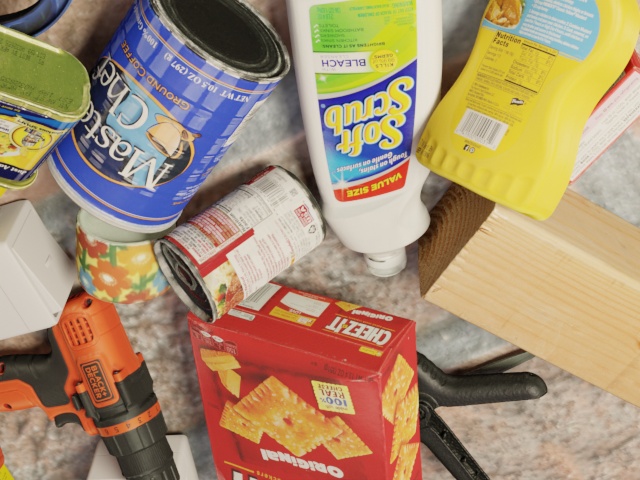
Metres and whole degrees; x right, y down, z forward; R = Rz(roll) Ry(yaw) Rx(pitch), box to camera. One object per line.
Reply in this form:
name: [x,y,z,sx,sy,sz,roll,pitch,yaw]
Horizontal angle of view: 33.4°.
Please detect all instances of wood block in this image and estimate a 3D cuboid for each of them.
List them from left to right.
wood block: [0.180,0.030,0.758,0.206,0.090,0.091,27,122,-14]

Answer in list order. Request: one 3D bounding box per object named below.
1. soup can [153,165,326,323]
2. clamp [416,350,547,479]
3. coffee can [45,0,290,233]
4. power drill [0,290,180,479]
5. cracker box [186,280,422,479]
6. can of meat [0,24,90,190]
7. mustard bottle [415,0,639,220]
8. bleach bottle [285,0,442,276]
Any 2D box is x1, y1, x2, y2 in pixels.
soup can: [-0.055,0.001,0.739,0.102,0.069,0.068,-36,126,-22]
clamp: [0.090,0.123,0.845,0.171,0.039,0.120,29,109,0]
coffee can: [-0.100,-0.088,0.686,0.102,0.102,0.140,31,122,-17]
power drill: [-0.218,0.145,0.863,0.188,0.057,0.184,-18,98,15]
cracker box: [-0.009,0.141,0.827,0.164,0.072,0.214,14,129,26]
can of meat: [-0.200,-0.082,0.639,0.101,0.057,0.084,17,143,-34]
mustard bottle: [0.137,-0.115,0.647,0.058,0.096,0.192,18,100,-48]
bleach bottle: [0.040,-0.082,0.707,0.102,0.068,0.251,-4,127,8]
